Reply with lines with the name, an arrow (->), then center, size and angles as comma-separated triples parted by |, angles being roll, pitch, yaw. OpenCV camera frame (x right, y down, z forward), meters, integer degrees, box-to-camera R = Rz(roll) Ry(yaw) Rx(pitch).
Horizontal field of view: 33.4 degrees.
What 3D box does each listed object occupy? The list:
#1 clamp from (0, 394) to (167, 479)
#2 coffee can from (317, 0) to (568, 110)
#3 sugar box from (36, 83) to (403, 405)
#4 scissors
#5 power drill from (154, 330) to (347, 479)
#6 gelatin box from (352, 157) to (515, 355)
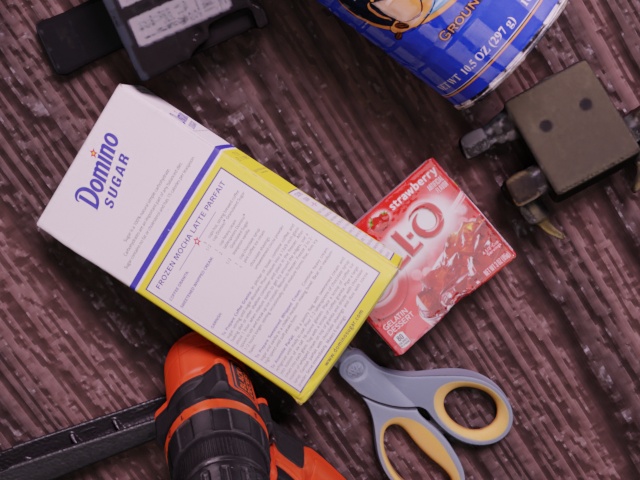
clamp -> -0.191, 0.135, 0.624 | 0.164, 0.036, 0.210 | 26, 105, -15
coffee can -> 0.046, -0.147, 0.533 | 0.140, 0.103, 0.103 | 35, 99, -11
sugar box -> -0.054, 0.001, 0.577 | 0.176, 0.048, 0.093 | 35, 100, 5
scissors -> 0.040, 0.070, 0.632 | 0.096, 0.016, 0.201 | -31, 103, 3
power drill -> -0.009, 0.143, 0.571 | 0.057, 0.184, 0.187 | -40, 112, 7
gelatin box -> 0.053, 0.009, 0.603 | 0.089, 0.030, 0.073 | -41, 91, 6
